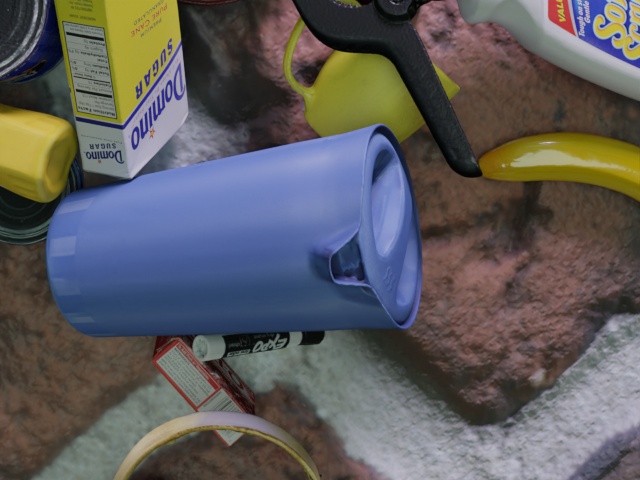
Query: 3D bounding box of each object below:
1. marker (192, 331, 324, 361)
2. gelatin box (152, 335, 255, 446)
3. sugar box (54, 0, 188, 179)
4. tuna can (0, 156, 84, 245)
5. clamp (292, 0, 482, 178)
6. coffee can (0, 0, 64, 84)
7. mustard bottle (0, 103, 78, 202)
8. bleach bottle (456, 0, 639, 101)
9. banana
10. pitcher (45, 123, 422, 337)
[{"bbox_3d":[-0.042,0.073,0.789,0.120,0.020,0.020,-3,102,-45],"label":"marker"},{"bbox_3d":[-0.086,0.102,0.796,0.030,0.073,0.089,-40,99,2],"label":"gelatin box"},{"bbox_3d":[-0.131,-0.139,0.708,0.048,0.093,0.176,10,129,19],"label":"sugar box"},{"bbox_3d":[-0.218,-0.040,0.782,0.086,0.034,0.086,-1,99,-5],"label":"tuna can"},{"bbox_3d":[0.053,-0.145,0.700,0.210,0.036,0.164,22,90,9],"label":"clamp"},{"bbox_3d":[-0.222,-0.155,0.710,0.102,0.140,0.103,-1,99,-5],"label":"coffee can"},{"bbox_3d":[-0.263,-0.081,0.708,0.191,0.096,0.058,18,91,-2],"label":"mustard bottle"},{"bbox_3d":[0.191,-0.158,0.762,0.250,0.068,0.102,13,95,-16],"label":"bleach bottle"},{"bbox_3d":[0.220,-0.044,0.816,0.197,0.037,0.069,23,95,-8],"label":"banana"},{"bbox_3d":[-0.055,0.001,0.735,0.243,0.149,0.145,-6,62,20],"label":"pitcher"}]
